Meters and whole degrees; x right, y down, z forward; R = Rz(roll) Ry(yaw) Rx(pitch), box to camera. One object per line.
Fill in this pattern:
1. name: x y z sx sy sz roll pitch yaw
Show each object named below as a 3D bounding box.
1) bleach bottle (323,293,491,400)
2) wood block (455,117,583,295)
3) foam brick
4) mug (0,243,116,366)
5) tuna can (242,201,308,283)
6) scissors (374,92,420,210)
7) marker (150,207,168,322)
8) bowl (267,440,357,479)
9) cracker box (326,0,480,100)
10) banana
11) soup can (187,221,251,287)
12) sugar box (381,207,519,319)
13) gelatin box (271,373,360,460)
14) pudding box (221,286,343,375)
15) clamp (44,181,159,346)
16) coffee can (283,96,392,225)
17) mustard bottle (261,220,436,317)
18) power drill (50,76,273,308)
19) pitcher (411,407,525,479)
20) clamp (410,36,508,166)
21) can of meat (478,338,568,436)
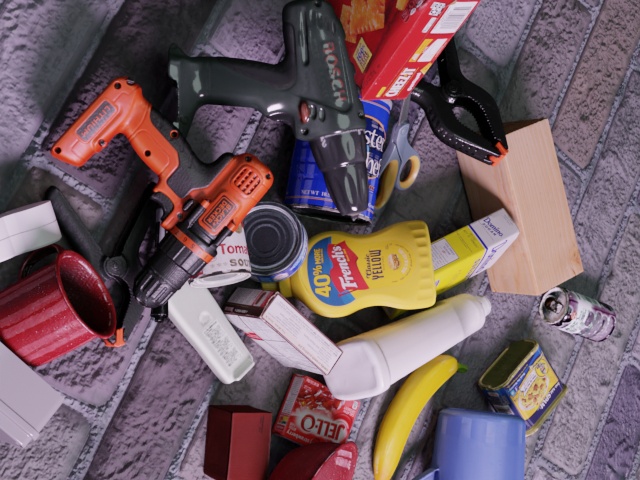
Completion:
1. bleach bottle: 0.119 0.112 1.259 0.250 0.103 0.068 -20 88 -40
2. wood block: 0.254 -0.044 1.367 0.090 0.090 0.206 -24 104 -32
3. foam brick: -0.089 0.220 1.155 0.052 0.051 0.078 7 87 -35
4. mug: -0.257 0.057 1.011 0.093 0.081 0.117 40 25 -61
5. tuna can: -0.058 0.001 1.156 0.086 0.033 0.086 -2 76 6
6. scissors: 0.103 -0.127 1.250 0.096 0.016 0.202 -14 131 -49
7. marker: -0.164 0.026 1.104 0.020 0.020 0.121 13 68 -34
8. bowl: -0.023 0.281 1.172 0.161 0.055 0.162 -48 153 -35
9. cracker box: 0.063 -0.283 1.138 0.071 0.164 0.214 -8 62 -34
10. banana: 0.117 0.205 1.306 0.197 0.037 0.069 -48 115 -25
11. soup can: -0.113 -0.007 1.112 0.068 0.069 0.102 -3 76 -35
12. sugar box: 0.155 0.028 1.295 0.175 0.093 0.048 -22 69 -31
13. gelatin box: -0.004 0.204 1.227 0.089 0.030 0.073 31 74 -31
14. pudding box: -0.042 0.099 1.164 0.113 0.090 0.039 42 68 -27
15. clamp: -0.205 0.019 1.081 0.120 0.039 0.171 -13 97 -25
16. coffee can: 0.019 -0.095 1.197 0.102 0.103 0.140 14 83 -34
17. mustard bottle: 0.029 0.035 1.188 0.191 0.058 0.096 -7 77 4
18. power drill: -0.167 -0.052 1.039 0.187 0.057 0.184 42 86 -10
19. pitcher: 0.177 0.329 1.301 0.149 0.145 0.243 21 73 -60
20. clamp: 0.141 -0.172 1.278 0.164 0.036 0.210 -27 76 -27
21. can of meat: 0.264 0.191 1.396 0.102 0.058 0.084 -43 111 -27
